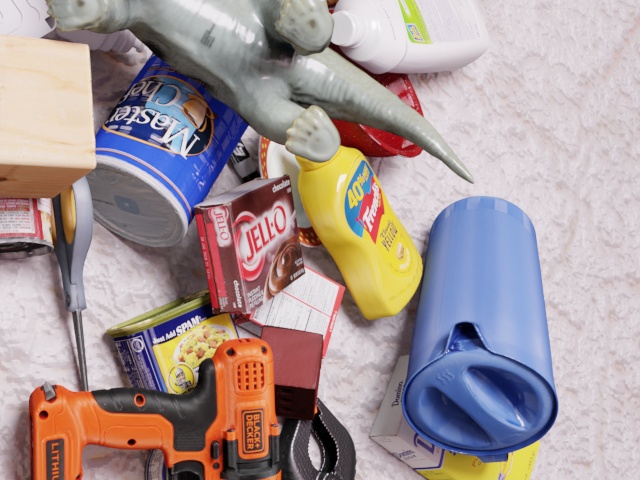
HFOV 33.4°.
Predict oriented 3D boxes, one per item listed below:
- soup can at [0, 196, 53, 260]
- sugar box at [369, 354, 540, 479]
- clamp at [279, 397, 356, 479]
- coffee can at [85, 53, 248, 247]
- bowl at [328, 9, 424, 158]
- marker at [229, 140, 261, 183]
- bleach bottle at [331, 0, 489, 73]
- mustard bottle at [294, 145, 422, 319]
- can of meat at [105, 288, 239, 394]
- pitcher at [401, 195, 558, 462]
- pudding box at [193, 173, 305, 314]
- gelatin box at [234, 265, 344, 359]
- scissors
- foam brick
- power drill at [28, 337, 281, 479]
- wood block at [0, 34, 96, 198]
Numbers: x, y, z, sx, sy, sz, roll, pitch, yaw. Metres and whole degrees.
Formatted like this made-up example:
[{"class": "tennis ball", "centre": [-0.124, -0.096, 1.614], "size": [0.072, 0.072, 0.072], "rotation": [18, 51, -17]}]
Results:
[{"class": "soup can", "centre": [-0.236, -0.041, 0.793], "size": [0.068, 0.069, 0.102], "rotation": [2, 77, -38]}, {"class": "sugar box", "centre": [0.135, 0.194, 1.043], "size": [0.176, 0.048, 0.093], "rotation": [39, 57, -26]}, {"class": "clamp", "centre": [-0.004, 0.223, 0.930], "size": [0.120, 0.039, 0.171], "rotation": [-16, 83, -44]}, {"class": "coffee can", "centre": [-0.125, -0.080, 0.868], "size": [0.102, 0.103, 0.140], "rotation": [42, 56, -23]}, {"class": "bowl", "centre": [0.032, -0.138, 1.020], "size": [0.162, 0.055, 0.162], "rotation": [36, 37, -34]}, {"class": "marker", "centre": [-0.080, -0.088, 0.961], "size": [0.020, 0.020, 0.121], "rotation": [-37, 102, -38]}, {"class": "bleach bottle", "centre": [0.078, -0.212, 1.038], "size": [0.250, 0.068, 0.102], "rotation": [-16, 78, -57]}, {"class": "mustard bottle", "centre": [0.028, -0.026, 0.979], "size": [0.191, 0.058, 0.096], "rotation": [59, 38, -27]}, {"class": "can of meat", "centre": [-0.111, 0.093, 0.866], "size": [0.101, 0.058, 0.084], "rotation": [-23, 96, -39]}, {"class": "pitcher", "centre": [0.152, 0.078, 1.003], "size": [0.145, 0.149, 0.242], "rotation": [27, 39, -13]}, {"class": "pudding box", "centre": [-0.056, 0.001, 0.870], "size": [0.113, 0.039, 0.090], "rotation": [-36, 121, -63]}, {"class": "gelatin box", "centre": [-0.028, 0.058, 0.958], "size": [0.089, 0.030, 0.073], "rotation": [30, 62, -27]}, {"class": "scissors", "centre": [-0.182, 0.033, 0.806], "size": [0.016, 0.096, 0.202], "rotation": [-9, 81, -29]}, {"class": "foam brick", "centre": [-0.026, 0.113, 0.903], "size": [0.053, 0.078, 0.051], "rotation": [8, 61, 4]}, {"class": "power drill", "centre": [-0.120, 0.169, 0.797], "size": [0.187, 0.057, 0.184], "rotation": [-3, 93, -20]}, {"class": "wood block", "centre": [-0.261, -0.082, 0.687], "size": [0.205, 0.091, 0.090], "rotation": [1, 77, -34]}]
